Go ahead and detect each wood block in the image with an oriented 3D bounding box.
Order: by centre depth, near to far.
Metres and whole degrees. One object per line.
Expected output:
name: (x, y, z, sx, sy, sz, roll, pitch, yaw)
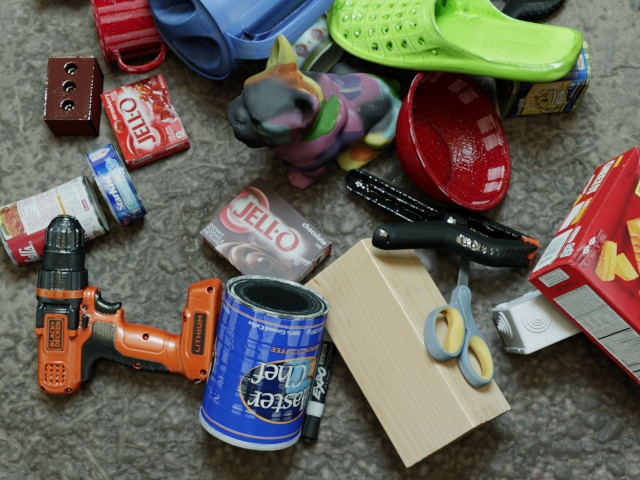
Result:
wood block: (0.084, 0.106, 1.056, 0.091, 0.090, 0.206, -39, 73, 30)

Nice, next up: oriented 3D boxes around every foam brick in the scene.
foam brick: (-0.271, -0.159, 1.177, 0.053, 0.051, 0.078, 0, 74, 1)

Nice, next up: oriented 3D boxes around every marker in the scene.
marker: (0.000, 0.149, 1.097, 0.020, 0.020, 0.121, 12, 74, 5)

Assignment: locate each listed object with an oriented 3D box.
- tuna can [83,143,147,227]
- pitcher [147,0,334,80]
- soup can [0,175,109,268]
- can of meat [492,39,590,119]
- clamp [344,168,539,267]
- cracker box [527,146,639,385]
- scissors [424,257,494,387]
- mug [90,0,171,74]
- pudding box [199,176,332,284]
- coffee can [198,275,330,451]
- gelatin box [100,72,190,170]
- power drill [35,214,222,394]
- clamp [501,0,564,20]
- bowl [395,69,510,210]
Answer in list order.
tuna can: (-0.216, -0.059, 1.129, 0.033, 0.086, 0.086, -27, 75, -8)
pitcher: (-0.053, -0.284, 1.119, 0.242, 0.145, 0.149, -43, 99, -21)
soup can: (-0.284, -0.021, 1.129, 0.102, 0.068, 0.068, -22, 75, -6)
can of meat: (0.236, -0.173, 1.142, 0.084, 0.102, 0.057, -4, 74, -2)
clamp: (0.128, -0.008, 1.086, 0.210, 0.164, 0.036, 18, 112, -9)
cracker box: (0.326, 0.042, 1.024, 0.213, 0.072, 0.164, 42, 60, -7)
scissors: (0.151, 0.074, 1.065, 0.016, 0.201, 0.096, -35, 97, 32)
mug: (-0.204, -0.234, 1.176, 0.081, 0.093, 0.117, -13, 63, -7)
pudding box: (-0.058, 0.001, 1.131, 0.113, 0.039, 0.090, 43, 79, 12)
coffee can: (-0.055, 0.117, 1.035, 0.103, 0.102, 0.140, 15, 106, 5)
gelatin box: (-0.193, -0.132, 1.178, 0.073, 0.030, 0.089, -21, 74, -4)
power drill: (-0.196, 0.070, 1.085, 0.187, 0.057, 0.184, 4, 97, 4)
clamp: (0.211, -0.286, 1.208, 0.171, 0.039, 0.120, -31, 80, -14)
bowl: (0.129, -0.100, 1.123, 0.161, 0.055, 0.162, 19, 61, -38)
